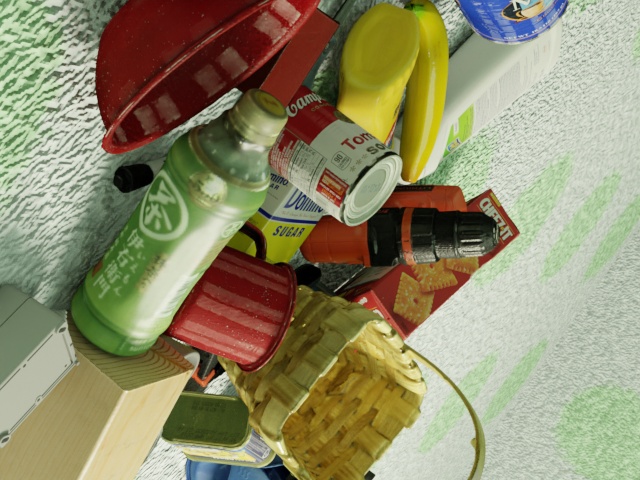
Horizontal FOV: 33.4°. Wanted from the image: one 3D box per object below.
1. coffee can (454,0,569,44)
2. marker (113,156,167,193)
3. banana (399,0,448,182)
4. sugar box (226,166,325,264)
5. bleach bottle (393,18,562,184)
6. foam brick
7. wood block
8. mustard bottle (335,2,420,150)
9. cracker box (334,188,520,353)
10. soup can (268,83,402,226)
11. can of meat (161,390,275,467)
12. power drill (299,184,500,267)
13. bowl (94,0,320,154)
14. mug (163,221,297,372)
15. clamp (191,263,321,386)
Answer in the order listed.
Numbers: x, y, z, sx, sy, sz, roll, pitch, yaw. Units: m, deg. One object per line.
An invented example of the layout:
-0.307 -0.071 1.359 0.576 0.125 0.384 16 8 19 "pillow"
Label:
0.153 -0.236 0.902 0.103 0.103 0.140 -55 159 5 "coffee can"
-0.104 -0.054 0.775 0.120 0.020 0.020 -22 144 -52 "marker"
0.090 -0.145 0.975 0.069 0.037 0.198 -44 145 -34 "banana"
-0.056 0.001 0.925 0.176 0.048 0.093 -52 159 2 "sugar box"
0.140 -0.144 1.080 0.250 0.068 0.102 -42 151 -17 "bleach bottle"
-0.034 -0.137 0.742 0.078 0.053 0.051 -55 159 9 "foam brick"
-0.195 0.160 0.826 0.090 0.091 0.206 -10 133 -61 "wood block"
0.040 -0.106 0.920 0.192 0.058 0.096 100 9 -59 "mustard bottle"
0.098 0.044 1.182 0.213 0.072 0.164 -37 -176 -34 "cracker box"
0.003 -0.066 0.816 0.068 0.102 0.068 -40 155 -24 "soup can"
-0.101 0.184 1.046 0.084 0.102 0.057 57 38 -65 "can of meat"
0.089 -0.016 1.023 0.187 0.185 0.057 -27 115 -71 "power drill"
-0.077 -0.120 0.631 0.162 0.055 0.162 -36 180 0 "bowl"
-0.074 0.036 0.835 0.093 0.081 0.117 -23 -131 55 "mug"
-0.066 0.059 1.008 0.171 0.039 0.120 -48 147 -19 "clamp"
